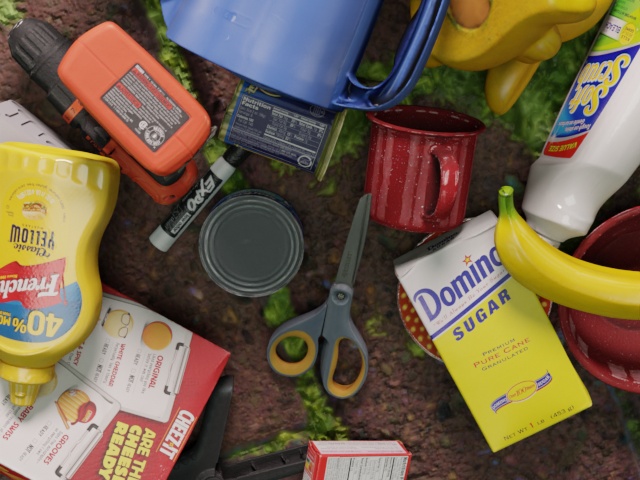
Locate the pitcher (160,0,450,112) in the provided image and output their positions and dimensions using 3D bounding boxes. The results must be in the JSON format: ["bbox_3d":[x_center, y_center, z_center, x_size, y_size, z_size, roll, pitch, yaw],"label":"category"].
[{"bbox_3d":[0.010,-0.212,0.711,0.149,0.145,0.243,18,103,-30],"label":"pitcher"}]

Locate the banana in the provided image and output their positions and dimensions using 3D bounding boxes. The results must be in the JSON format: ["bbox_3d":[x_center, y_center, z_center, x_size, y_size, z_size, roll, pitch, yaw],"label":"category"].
[{"bbox_3d":[0.208,0.026,0.812,0.197,0.037,0.070,22,133,-10],"label":"banana"}]

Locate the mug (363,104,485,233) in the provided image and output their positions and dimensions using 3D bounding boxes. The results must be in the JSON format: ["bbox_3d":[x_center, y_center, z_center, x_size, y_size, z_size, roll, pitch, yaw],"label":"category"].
[{"bbox_3d":[0.080,-0.052,0.822,0.093,0.117,0.081,0,110,-17],"label":"mug"}]

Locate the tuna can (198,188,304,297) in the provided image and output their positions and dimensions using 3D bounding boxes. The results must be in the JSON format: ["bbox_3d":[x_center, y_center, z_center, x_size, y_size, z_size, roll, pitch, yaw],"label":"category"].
[{"bbox_3d":[-0.056,0.001,0.876,0.086,0.033,0.086,0,105,1],"label":"tuna can"}]

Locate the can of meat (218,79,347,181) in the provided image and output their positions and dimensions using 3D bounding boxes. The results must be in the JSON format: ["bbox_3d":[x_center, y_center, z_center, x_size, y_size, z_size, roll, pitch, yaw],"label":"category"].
[{"bbox_3d":[-0.027,-0.092,0.818,0.084,0.102,0.057,20,105,-3],"label":"can of meat"}]

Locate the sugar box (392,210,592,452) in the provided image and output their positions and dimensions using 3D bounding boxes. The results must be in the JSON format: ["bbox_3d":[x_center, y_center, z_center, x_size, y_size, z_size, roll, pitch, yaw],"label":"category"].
[{"bbox_3d":[0.139,0.074,0.865,0.093,0.048,0.176,-28,104,8],"label":"sugar box"}]

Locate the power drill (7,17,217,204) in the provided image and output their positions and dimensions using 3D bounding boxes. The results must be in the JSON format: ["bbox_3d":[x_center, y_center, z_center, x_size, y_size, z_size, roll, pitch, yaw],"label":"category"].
[{"bbox_3d":[-0.153,-0.103,0.775,0.184,0.188,0.057,43,81,-11],"label":"power drill"}]

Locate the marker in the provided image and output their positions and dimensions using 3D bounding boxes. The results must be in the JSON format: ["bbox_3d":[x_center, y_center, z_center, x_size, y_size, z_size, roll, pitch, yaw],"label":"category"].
[{"bbox_3d":[-0.095,-0.040,0.873,0.020,0.020,0.121,40,101,-9],"label":"marker"}]

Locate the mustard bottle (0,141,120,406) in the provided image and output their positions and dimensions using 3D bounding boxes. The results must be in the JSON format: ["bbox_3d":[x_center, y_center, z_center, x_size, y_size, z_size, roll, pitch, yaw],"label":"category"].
[{"bbox_3d":[-0.207,0.028,0.783,0.096,0.058,0.192,10,98,4],"label":"mustard bottle"}]

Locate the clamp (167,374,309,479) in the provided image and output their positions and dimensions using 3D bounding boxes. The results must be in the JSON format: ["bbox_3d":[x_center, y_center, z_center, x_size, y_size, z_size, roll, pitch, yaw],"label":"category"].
[{"bbox_3d":[-0.082,0.206,0.929,0.120,0.039,0.172,34,107,-12],"label":"clamp"}]

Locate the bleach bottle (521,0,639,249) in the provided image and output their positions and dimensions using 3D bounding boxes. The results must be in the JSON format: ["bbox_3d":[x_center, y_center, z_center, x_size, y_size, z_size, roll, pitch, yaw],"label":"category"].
[{"bbox_3d":[0.224,-0.095,0.813,0.068,0.103,0.251,20,105,-20],"label":"bleach bottle"}]

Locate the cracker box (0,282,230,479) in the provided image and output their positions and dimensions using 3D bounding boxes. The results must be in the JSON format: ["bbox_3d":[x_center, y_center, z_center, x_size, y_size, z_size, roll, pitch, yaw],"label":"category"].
[{"bbox_3d":[-0.206,0.115,0.854,0.213,0.072,0.164,30,68,-7],"label":"cracker box"}]

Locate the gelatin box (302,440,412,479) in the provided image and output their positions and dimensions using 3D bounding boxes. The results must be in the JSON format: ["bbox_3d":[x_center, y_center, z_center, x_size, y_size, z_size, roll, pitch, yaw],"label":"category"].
[{"bbox_3d":[0.029,0.210,0.920,0.089,0.030,0.073,3,106,-22],"label":"gelatin box"}]

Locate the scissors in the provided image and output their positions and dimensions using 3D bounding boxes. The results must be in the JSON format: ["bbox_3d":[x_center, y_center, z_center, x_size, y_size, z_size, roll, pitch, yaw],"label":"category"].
[{"bbox_3d":[-0.002,0.047,0.869,0.096,0.016,0.202,2,123,10],"label":"scissors"}]
